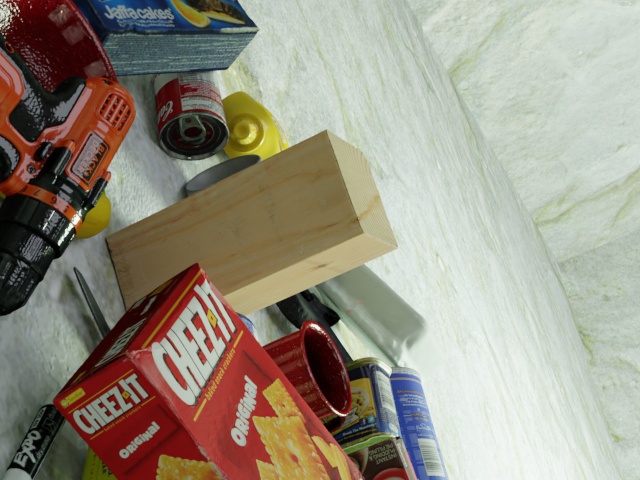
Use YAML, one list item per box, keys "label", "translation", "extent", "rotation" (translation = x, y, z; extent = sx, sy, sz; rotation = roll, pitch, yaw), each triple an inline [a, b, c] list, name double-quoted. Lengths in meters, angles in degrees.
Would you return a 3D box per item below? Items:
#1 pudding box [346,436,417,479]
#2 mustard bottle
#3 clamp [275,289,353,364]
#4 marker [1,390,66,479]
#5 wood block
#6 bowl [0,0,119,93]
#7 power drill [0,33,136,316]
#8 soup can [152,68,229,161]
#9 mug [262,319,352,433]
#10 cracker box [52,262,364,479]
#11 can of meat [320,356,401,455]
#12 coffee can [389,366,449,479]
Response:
- label: "pudding box"
  translation: [0.036, 0.238, 0.968]
  extent: [0.090, 0.114, 0.039]
  rotation: [69, 15, 11]
- label: "mustard bottle"
  translation: [-0.072, -0.110, 1.135]
  extent: [0.191, 0.058, 0.096]
  rotation: [-39, 103, -87]
- label: "clamp"
  translation: [-0.010, 0.085, 1.148]
  extent: [0.171, 0.039, 0.120]
  rotation: [44, 9, -43]
- label: "marker"
  translation: [-0.178, 0.133, 0.649]
  extent: [0.020, 0.020, 0.121]
  rotation: [58, 19, -21]
- label: "wood block"
  translation: [-0.055, 0.002, 0.863]
  extent: [0.090, 0.206, 0.090]
  rotation: [21, 47, -66]
- label: "bowl"
  translation: [-0.218, -0.128, 0.813]
  extent: [0.162, 0.055, 0.162]
  rotation: [54, 20, -31]
- label: "power drill"
  translation: [-0.219, -0.069, 0.674]
  extent: [0.187, 0.057, 0.184]
  rotation: [45, 55, -35]
- label: "soup can"
  translation: [-0.130, -0.139, 1.061]
  extent: [0.068, 0.069, 0.102]
  rotation: [44, 27, -49]
- label: "mug"
  translation: [-0.022, 0.139, 0.983]
  extent: [0.117, 0.082, 0.093]
  rotation: [54, 21, -32]
- label: "cracker box"
  translation: [-0.061, 0.137, 0.718]
  extent: [0.213, 0.072, 0.164]
  rotation: [54, 17, -10]
- label: "can of meat"
  translation: [0.026, 0.173, 1.048]
  extent: [0.057, 0.102, 0.084]
  rotation: [42, 31, -51]
- label: "coffee can"
  translation: [0.074, 0.218, 1.121]
  extent: [0.102, 0.103, 0.140]
  rotation: [38, 33, -55]
